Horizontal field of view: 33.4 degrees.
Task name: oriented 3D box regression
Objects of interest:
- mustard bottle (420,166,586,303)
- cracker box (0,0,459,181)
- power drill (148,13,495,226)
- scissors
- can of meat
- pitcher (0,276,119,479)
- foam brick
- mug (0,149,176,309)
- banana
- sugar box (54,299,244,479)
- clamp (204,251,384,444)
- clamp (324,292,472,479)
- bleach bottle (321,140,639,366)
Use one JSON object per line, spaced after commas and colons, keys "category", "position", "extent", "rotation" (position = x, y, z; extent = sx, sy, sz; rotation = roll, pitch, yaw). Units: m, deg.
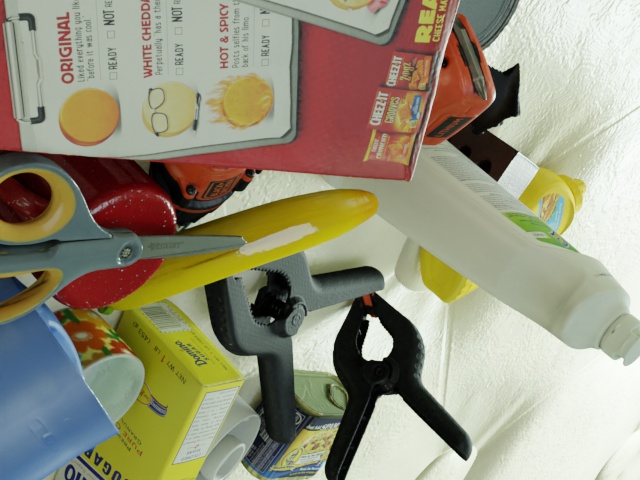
{"category": "mustard bottle", "position": [0.179, -0.017, 0.981], "extent": [0.191, 0.058, 0.096], "rotation": [-25, 140, -32]}
{"category": "cracker box", "position": [-0.047, -0.118, 0.440], "extent": [0.213, 0.072, 0.164], "rotation": [3, 115, -24]}
{"category": "power drill", "position": [-0.007, -0.063, 0.619], "extent": [0.187, 0.057, 0.185], "rotation": [-19, 175, -19]}
{"category": "scissors", "position": [-0.103, -0.011, 0.529], "extent": [0.201, 0.016, 0.096], "rotation": [-21, 135, -43]}
{"category": "can of meat", "position": [-0.019, 0.164, 0.942], "extent": [0.101, 0.057, 0.084], "rotation": [14, 116, -54]}
{"category": "pitcher", "position": [-0.242, 0.106, 0.552], "extent": [0.242, 0.149, 0.145], "rotation": [-35, 177, -15]}
{"category": "foam brick", "position": [0.123, -0.063, 0.847], "extent": [0.053, 0.078, 0.051], "rotation": [-56, 147, 9]}
{"category": "mug", "position": [-0.137, -0.020, 0.572], "extent": [0.093, 0.082, 0.117], "rotation": [-50, 148, 4]}
{"category": "banana", "position": [-0.059, 0.003, 0.667], "extent": [0.198, 0.037, 0.069], "rotation": [-19, -177, 4]}
{"category": "sugar box", "position": [-0.126, 0.137, 0.748], "extent": [0.048, 0.093, 0.176], "rotation": [-1, 125, -49]}
{"category": "clamp", "position": [-0.024, 0.048, 0.815], "extent": [0.164, 0.036, 0.210], "rotation": [-55, 143, -18]}
{"category": "clamp", "position": [0.063, 0.119, 0.890], "extent": [0.120, 0.171, 0.039], "rotation": [-3, 153, 6]}
{"category": "bleach bottle", "position": [0.118, -0.001, 0.740], "extent": [0.102, 0.251, 0.068], "rotation": [-1, 125, -50]}
